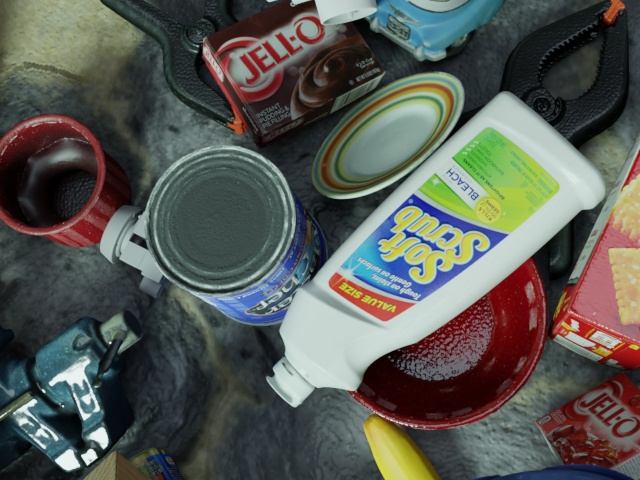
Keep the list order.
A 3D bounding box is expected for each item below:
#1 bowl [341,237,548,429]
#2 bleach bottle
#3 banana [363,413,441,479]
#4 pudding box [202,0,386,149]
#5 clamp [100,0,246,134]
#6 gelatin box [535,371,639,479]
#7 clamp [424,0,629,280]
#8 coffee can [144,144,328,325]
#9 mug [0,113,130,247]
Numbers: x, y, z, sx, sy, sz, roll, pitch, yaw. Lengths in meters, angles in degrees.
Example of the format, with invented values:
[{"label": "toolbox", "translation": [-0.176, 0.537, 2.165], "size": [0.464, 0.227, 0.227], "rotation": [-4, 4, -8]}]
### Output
[{"label": "bowl", "translation": [0.081, 0.056, 0.769], "size": [0.162, 0.055, 0.162], "rotation": [-2, 78, 9]}, {"label": "bleach bottle", "translation": [0.068, 0.020, 0.719], "size": [0.251, 0.068, 0.103], "rotation": [-45, 74, 1]}, {"label": "banana", "translation": [0.081, 0.212, 0.731], "size": [0.037, 0.069, 0.198], "rotation": [-27, 65, 20]}, {"label": "pudding box", "translation": [-0.021, -0.134, 0.818], "size": [0.113, 0.039, 0.090], "rotation": [-28, 79, -18]}, {"label": "clamp", "translation": [-0.089, -0.170, 0.856], "size": [0.120, 0.039, 0.171], "rotation": [-35, 82, 0]}, {"label": "gelatin box", "translation": [0.194, 0.133, 0.718], "size": [0.073, 0.089, 0.030], "rotation": [-30, 110, 4]}, {"label": "clamp", "translation": [0.155, -0.095, 0.799], "size": [0.165, 0.036, 0.210], "rotation": [28, 84, 17]}, {"label": "coffee can", "translation": [-0.055, 0.001, 0.760], "size": [0.103, 0.140, 0.103], "rotation": [-2, 78, 9]}, {"label": "mug", "translation": [-0.208, -0.044, 0.826], "size": [0.117, 0.081, 0.093], "rotation": [13, 80, 12]}]
